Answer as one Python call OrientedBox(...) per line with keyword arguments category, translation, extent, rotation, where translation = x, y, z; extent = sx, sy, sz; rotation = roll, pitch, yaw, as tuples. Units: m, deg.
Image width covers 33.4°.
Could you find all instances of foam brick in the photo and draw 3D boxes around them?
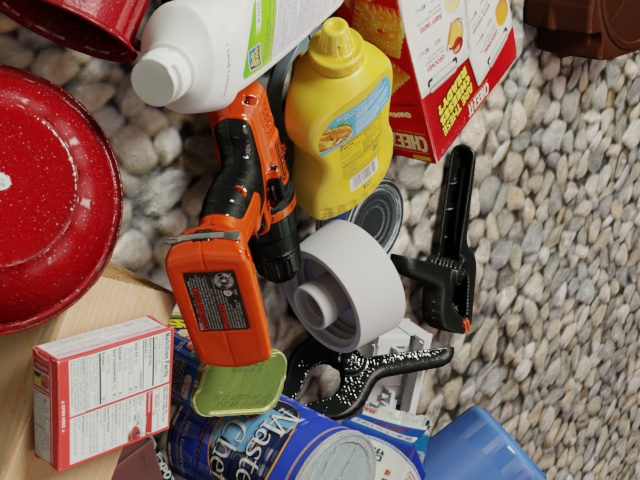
OrientedBox(category="foam brick", translation=(-0.155, 0.182, 0.804), extent=(0.052, 0.051, 0.078), rotation=(-34, 131, -38))

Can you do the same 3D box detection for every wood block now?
OrientedBox(category="wood block", translation=(-0.186, 0.111, 0.702), extent=(0.090, 0.090, 0.206), rotation=(18, 92, -52))

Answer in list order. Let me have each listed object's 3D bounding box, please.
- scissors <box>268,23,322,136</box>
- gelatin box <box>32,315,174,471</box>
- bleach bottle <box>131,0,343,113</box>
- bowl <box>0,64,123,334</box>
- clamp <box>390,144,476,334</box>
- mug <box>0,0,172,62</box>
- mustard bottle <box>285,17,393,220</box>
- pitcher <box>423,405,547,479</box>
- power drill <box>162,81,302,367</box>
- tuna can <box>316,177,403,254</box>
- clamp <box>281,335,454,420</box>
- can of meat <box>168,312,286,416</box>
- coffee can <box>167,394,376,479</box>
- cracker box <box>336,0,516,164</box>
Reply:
OrientedBox(category="scissors", translation=(0.001, -0.181, 0.856), extent=(0.096, 0.016, 0.202), rotation=(-1, 107, -52))
OrientedBox(category="gelatin box", translation=(-0.133, 0.092, 0.659), extent=(0.089, 0.030, 0.073), rotation=(-15, 116, -45))
OrientedBox(category="bleach bottle", translation=(-0.050, -0.157, 0.692), extent=(0.250, 0.068, 0.102), rotation=(-55, 151, -53))
OrientedBox(category="bowl", translation=(-0.186, -0.028, 0.598), extent=(0.161, 0.055, 0.162), rotation=(3, 83, -21))
OrientedBox(category="clamp", translation=(0.131, 0.017, 1.082), extent=(0.164, 0.036, 0.210), rotation=(-60, 149, -26))
OrientedBox(category="mug", translation=(-0.131, -0.159, 0.643), extent=(0.117, 0.093, 0.081), rotation=(28, 79, -45))
OrientedBox(category="mustard bottle", translation=(0.015, -0.100, 0.826), extent=(0.096, 0.058, 0.191), rotation=(-40, 155, -19))
OrientedBox(category="pitcher", translation=(0.097, 0.274, 1.038), extent=(0.243, 0.149, 0.145), rotation=(-42, 135, 0))
OrientedBox(category="power drill", translation=(-0.055, 0.001, 0.772), extent=(0.187, 0.057, 0.184), rotation=(-83, 163, -51))
OrientedBox(category="tuna can", translation=(0.037, -0.019, 0.959), extent=(0.085, 0.034, 0.086), rotation=(-25, 124, -42))
OrientedBox(category="clamp", translation=(0.036, 0.112, 0.964), extent=(0.171, 0.120, 0.039), rotation=(-48, 169, -14))
OrientedBox(category="can of meat", translation=(-0.088, 0.095, 0.819), extent=(0.101, 0.084, 0.057), rotation=(7, 101, -51))
OrientedBox(category="coffee can", translation=(-0.040, 0.177, 0.868), extent=(0.102, 0.141, 0.103), rotation=(-25, 125, -42))
OrientedBox(category="cracker box", translation=(0.088, -0.200, 0.899), extent=(0.164, 0.072, 0.213), rotation=(-51, 140, -32))
